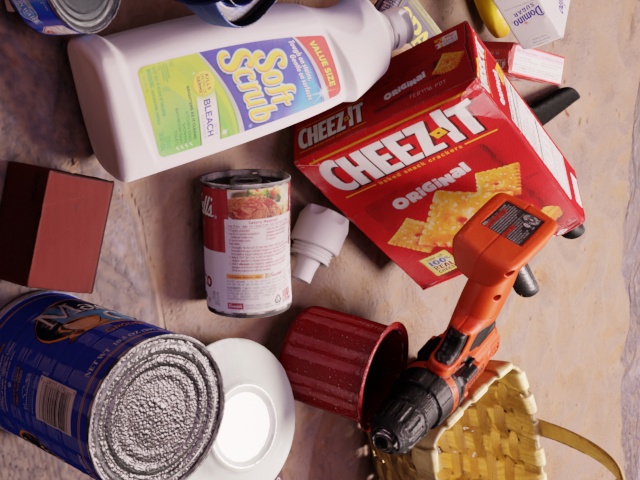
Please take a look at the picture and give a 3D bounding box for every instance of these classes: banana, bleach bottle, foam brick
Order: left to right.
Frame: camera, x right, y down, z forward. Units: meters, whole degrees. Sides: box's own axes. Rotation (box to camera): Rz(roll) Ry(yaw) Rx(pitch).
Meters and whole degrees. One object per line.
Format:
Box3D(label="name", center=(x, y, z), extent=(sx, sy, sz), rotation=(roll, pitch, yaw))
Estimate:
Box3D(label="foam brick", center=(-0.176, -0.008, 0.698), extent=(0.051, 0.053, 0.078), rotation=(11, 92, -46))
Box3D(label="bleach bottle", center=(-0.043, -0.126, 0.752), extent=(0.250, 0.068, 0.102), rotation=(-23, 122, -24))
Box3D(label="banana", center=(0.124, -0.258, 0.957), extent=(0.197, 0.037, 0.069), rotation=(31, 84, -45))

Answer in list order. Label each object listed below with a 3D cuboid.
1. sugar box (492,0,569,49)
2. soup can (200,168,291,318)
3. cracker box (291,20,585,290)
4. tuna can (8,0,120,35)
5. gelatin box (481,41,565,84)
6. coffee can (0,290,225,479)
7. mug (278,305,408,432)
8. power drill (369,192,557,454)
Box3D(label="sugar box", center=(0.157, -0.259, 0.917), extent=(0.176, 0.048, 0.093), rotation=(52, 40, -32))
Box3D(label="soup can", center=(-0.055, 0.001, 0.811), extent=(0.068, 0.069, 0.102), rotation=(-14, 109, -43))
Box3D(label="cracker box", center=(0.101, -0.059, 0.883), extent=(0.213, 0.164, 0.072), rotation=(42, 34, -43))
Box3D(label="tuna can", center=(-0.162, -0.172, 0.669), extent=(0.086, 0.034, 0.086), rotation=(1, 90, -66))
Box3D(label="gelatin box", center=(0.174, -0.166, 0.999), extent=(0.089, 0.073, 0.030), rotation=(1, 99, -46))
Box3D(label="coffee can", center=(-0.145, 0.095, 0.689), extent=(0.102, 0.141, 0.103), rotation=(-12, 107, -43))
Box3D(label="mug", center=(0.020, 0.110, 0.892), extent=(0.093, 0.082, 0.117), rotation=(-59, 150, -31))
Box3D(label="power drill", center=(0.111, 0.066, 0.848), extent=(0.184, 0.057, 0.188), rotation=(-40, 156, -49))
